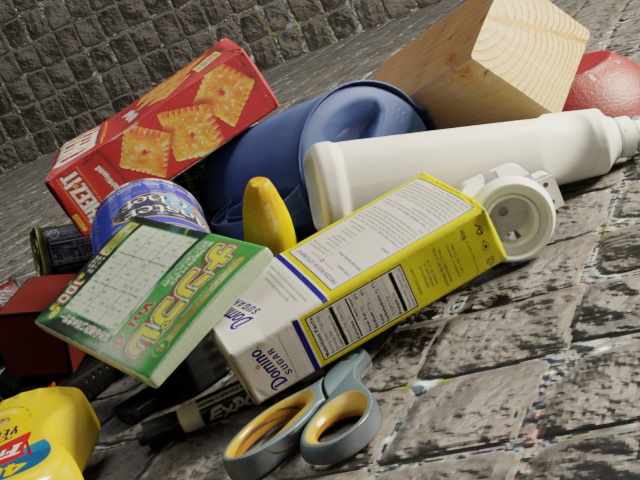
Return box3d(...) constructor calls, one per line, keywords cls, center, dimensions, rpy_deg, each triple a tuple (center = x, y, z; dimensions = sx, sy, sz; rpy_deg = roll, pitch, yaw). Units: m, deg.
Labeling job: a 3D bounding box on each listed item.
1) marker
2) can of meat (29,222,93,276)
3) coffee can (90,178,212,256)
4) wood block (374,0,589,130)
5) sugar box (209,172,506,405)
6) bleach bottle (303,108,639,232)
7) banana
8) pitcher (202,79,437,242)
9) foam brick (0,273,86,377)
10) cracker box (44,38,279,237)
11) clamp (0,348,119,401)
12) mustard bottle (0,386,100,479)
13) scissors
box3d(cls="marker", center=(-0.056, 0.098, 0.655), dimensions=(0.121, 0.020, 0.020), rpy_deg=(-24, 14, -1))
box3d(cls="can of meat", center=(-0.251, 0.009, 1.101), dimensions=(0.083, 0.057, 0.102), rpy_deg=(-12, -2, -19))
box3d(cls="coffee can", center=(-0.133, 0.016, 0.868), dimensions=(0.102, 0.103, 0.140), rpy_deg=(-25, 22, -5))
box3d(cls="wood block", center=(0.123, -0.134, 0.927), dimensions=(0.206, 0.090, 0.090), rpy_deg=(-25, 36, 63))
box3d(cls="sugar box", center=(0.016, 0.026, 0.658), dimensions=(0.176, 0.048, 0.093), rpy_deg=(-31, 24, -8))
box3d(cls="bleach bottle", center=(0.117, -0.057, 0.780), dimensions=(0.250, 0.068, 0.102), rpy_deg=(-11, 1, -5))
box3d(cls="banana", center=(-0.045, 0.017, 0.774), dimensions=(0.037, 0.069, 0.198), rpy_deg=(-35, -8, -19))
box3d(cls="pitcher", center=(-0.021, -0.052, 0.940), dimensions=(0.149, 0.145, 0.243), rpy_deg=(14, -9, -27))
box3d(cls="foam brick", center=(-0.204, 0.063, 0.807), dimensions=(0.051, 0.053, 0.078), rpy_deg=(-5, 18, 7))
box3d(cls="cracker box", center=(-0.152, -0.106, 1.017), dimensions=(0.213, 0.072, 0.164), rpy_deg=(-33, 17, 1))
box3d(cls="clamp", center=(-0.218, 0.097, 0.862), dimensions=(0.164, 0.036, 0.210), rpy_deg=(-12, 17, 1))
box3d(cls="mustard bottle", center=(-0.178, 0.146, 0.598), dimensions=(0.096, 0.058, 0.192), rpy_deg=(-24, 14, -1))
box3d(cls="scissors", center=(0.028, 0.075, 0.608), dimensions=(0.096, 0.016, 0.201), rpy_deg=(-5, 23, 49))
